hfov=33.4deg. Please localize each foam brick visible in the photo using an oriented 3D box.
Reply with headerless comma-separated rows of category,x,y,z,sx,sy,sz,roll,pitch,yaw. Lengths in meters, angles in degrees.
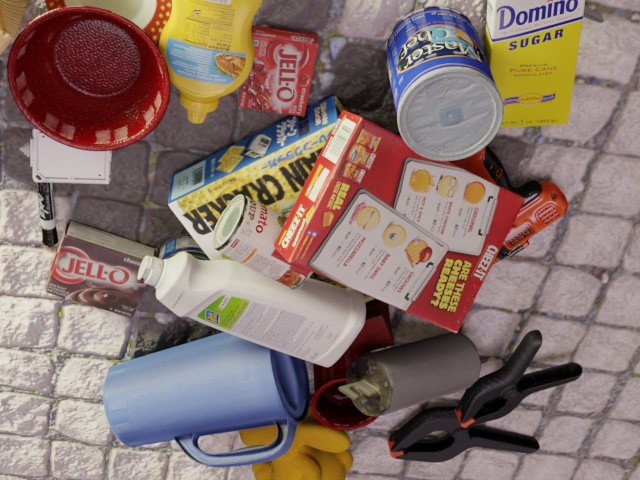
foam brick,0.055,0.091,1.307,0.053,0.078,0.051,-17,128,9

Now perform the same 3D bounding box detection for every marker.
marker,-0.314,-0.043,1.222,0.020,0.020,0.121,2,127,-5

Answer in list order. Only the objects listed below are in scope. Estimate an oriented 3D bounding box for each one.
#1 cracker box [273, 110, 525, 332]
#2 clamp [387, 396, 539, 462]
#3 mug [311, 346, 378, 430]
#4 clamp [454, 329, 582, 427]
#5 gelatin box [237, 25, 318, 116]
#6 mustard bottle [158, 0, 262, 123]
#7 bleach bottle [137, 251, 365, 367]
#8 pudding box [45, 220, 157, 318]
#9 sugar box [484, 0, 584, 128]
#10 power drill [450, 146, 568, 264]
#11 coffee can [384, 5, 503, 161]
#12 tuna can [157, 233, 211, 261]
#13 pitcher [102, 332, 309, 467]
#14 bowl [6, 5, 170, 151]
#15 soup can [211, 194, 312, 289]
cracker box,0.082,-0.019,1.122,0.213,0.072,0.164,23,98,-23
clamp,0.194,0.249,1.460,0.210,0.036,0.164,-11,126,0
mug,0.035,0.192,1.380,0.093,0.081,0.117,-12,127,5
clamp,0.255,0.189,1.385,0.120,0.039,0.172,31,120,-29
gelatin box,-0.045,-0.179,1.126,0.073,0.030,0.089,7,127,-9
mustard bottle,-0.112,-0.202,1.069,0.096,0.058,0.192,11,126,-6
bleach bottle,-0.081,0.065,1.207,0.250,0.068,0.103,20,127,-19
pudding box,-0.261,0.035,1.271,0.113,0.039,0.090,17,124,-16
sugar box,0.218,-0.198,1.104,0.093,0.048,0.176,-4,136,1
power drill,0.165,-0.044,1.225,0.185,0.057,0.187,-36,124,18
coffee can,0.122,-0.160,1.080,0.103,0.140,0.103,-1,127,-2
tuna can,-0.154,0.035,1.280,0.086,0.034,0.086,-1,127,-2
pitcher,-0.142,0.193,1.328,0.243,0.149,0.145,-15,112,16
bowl,-0.229,-0.172,1.077,0.162,0.055,0.162,0,126,0
soup can,-0.058,0.001,1.154,0.102,0.068,0.069,28,121,-22
